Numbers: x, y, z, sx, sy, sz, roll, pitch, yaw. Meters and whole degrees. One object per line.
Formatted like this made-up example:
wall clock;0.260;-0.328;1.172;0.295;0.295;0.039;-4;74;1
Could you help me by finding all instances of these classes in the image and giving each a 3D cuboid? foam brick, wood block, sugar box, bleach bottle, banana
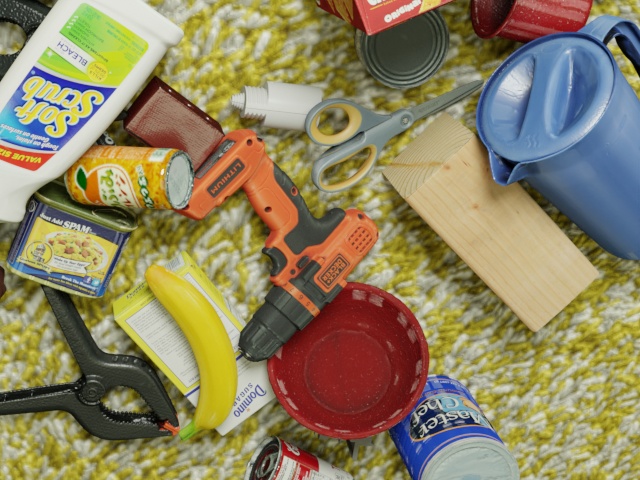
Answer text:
foam brick;-0.136;-0.106;0.984;0.078;0.053;0.051;36;100;-23
wood block;0.169;-0.017;1.059;0.090;0.091;0.206;-44;113;7
sugar box;-0.117;0.105;1.073;0.093;0.048;0.176;-36;117;2
bleach bottle;-0.227;-0.102;0.902;0.102;0.068;0.251;34;96;-15
banana;-0.118;0.109;1.027;0.069;0.037;0.198;-13;114;-11

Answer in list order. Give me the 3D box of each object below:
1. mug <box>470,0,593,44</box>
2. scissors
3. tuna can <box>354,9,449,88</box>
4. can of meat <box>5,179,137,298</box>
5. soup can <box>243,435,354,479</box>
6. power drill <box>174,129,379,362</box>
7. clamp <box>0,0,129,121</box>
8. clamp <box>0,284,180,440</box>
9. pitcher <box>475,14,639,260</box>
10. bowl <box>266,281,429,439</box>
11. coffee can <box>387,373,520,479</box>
mug;0.199;-0.235;0.989;0.081;0.093;0.117;10;84;-20
scissors;0.064;-0.125;1.010;0.201;0.016;0.096;-40;121;-11
tuna can;0.076;-0.188;1.005;0.086;0.034;0.086;-4;111;-10
can of meat;-0.234;-0.001;1.002;0.102;0.057;0.084;21;107;-18
soup can;-0.022;0.260;1.139;0.102;0.068;0.068;30;102;-21
power drill;-0.057;0.001;1.023;0.184;0.057;0.187;-49;115;-10
clamp;-0.239;-0.183;0.938;0.171;0.039;0.120;15;84;-13
clamp;-0.239;0.150;1.069;0.209;0.036;0.164;37;99;-22
pitcher;0.267;-0.086;1.006;0.149;0.145;0.242;-23;141;29
bowl;0.028;0.126;1.079;0.162;0.055;0.162;0;68;1
coffee can;0.135;0.217;1.115;0.102;0.140;0.103;-4;111;-10
